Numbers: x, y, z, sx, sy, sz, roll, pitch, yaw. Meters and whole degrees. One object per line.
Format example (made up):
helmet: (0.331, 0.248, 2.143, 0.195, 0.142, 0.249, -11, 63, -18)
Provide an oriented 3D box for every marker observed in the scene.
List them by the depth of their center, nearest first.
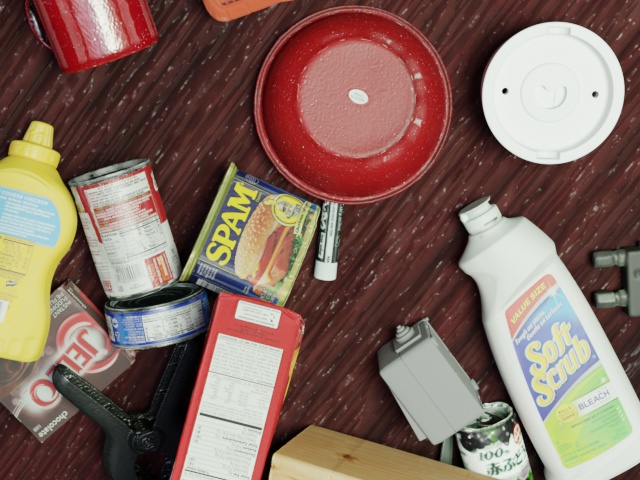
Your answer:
marker: (0.010, -0.027, 0.889, 0.020, 0.020, 0.121, 6, 103, 0)

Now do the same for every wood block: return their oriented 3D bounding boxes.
wood block: (0.065, 0.230, 0.877, 0.206, 0.090, 0.090, 13, 102, 19)

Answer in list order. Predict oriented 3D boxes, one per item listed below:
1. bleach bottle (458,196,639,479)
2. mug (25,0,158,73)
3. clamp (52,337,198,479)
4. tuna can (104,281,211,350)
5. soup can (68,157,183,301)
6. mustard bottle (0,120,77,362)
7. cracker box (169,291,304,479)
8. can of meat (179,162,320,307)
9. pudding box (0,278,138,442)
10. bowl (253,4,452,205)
bleach bottle: (0.180, 0.082, 0.889, 0.102, 0.068, 0.251, -29, 98, 7)
mug: (-0.186, -0.178, 0.832, 0.117, 0.093, 0.081, -7, 110, 34)
clamp: (-0.161, 0.159, 0.906, 0.120, 0.039, 0.171, -4, 113, -9)
tuna can: (-0.134, 0.061, 0.879, 0.086, 0.086, 0.034, -9, 101, 3)
soup can: (-0.158, -0.009, 0.872, 0.068, 0.068, 0.102, -15, 102, 4)
mustard bottle: (-0.251, -0.004, 0.865, 0.096, 0.058, 0.191, 14, 84, -4)
cracker box: (-0.072, 0.160, 0.823, 0.072, 0.164, 0.213, 14, 77, -2)
can of meat: (-0.056, 0.001, 0.864, 0.084, 0.057, 0.102, 24, 72, -7)
pudding box: (-0.227, 0.102, 0.914, 0.113, 0.039, 0.090, -41, 99, 9)
bowl: (0.027, -0.109, 0.838, 0.162, 0.055, 0.162, 0, 92, 0)
